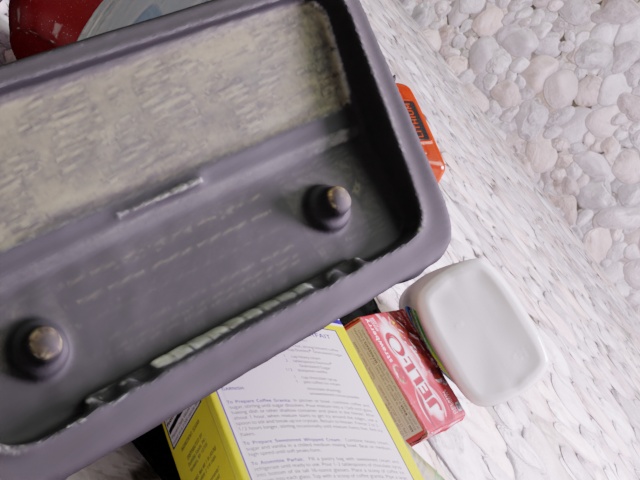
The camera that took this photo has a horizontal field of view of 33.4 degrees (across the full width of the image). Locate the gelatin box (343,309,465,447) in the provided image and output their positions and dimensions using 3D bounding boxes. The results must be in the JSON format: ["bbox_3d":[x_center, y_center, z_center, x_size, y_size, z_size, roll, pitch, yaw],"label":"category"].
[{"bbox_3d":[0.054,0.092,0.715,0.089,0.030,0.073,59,24,14],"label":"gelatin box"}]

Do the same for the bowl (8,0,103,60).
[{"bbox_3d":[-0.133,-0.108,0.640,0.162,0.055,0.162,34,-22,15],"label":"bowl"}]

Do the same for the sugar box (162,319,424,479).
[{"bbox_3d":[-0.026,0.065,0.476,0.093,0.048,0.176,8,34,-33],"label":"sugar box"}]

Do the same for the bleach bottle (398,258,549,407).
[{"bbox_3d":[0.107,0.072,0.844,0.102,0.068,0.251,60,-4,4],"label":"bleach bottle"}]
